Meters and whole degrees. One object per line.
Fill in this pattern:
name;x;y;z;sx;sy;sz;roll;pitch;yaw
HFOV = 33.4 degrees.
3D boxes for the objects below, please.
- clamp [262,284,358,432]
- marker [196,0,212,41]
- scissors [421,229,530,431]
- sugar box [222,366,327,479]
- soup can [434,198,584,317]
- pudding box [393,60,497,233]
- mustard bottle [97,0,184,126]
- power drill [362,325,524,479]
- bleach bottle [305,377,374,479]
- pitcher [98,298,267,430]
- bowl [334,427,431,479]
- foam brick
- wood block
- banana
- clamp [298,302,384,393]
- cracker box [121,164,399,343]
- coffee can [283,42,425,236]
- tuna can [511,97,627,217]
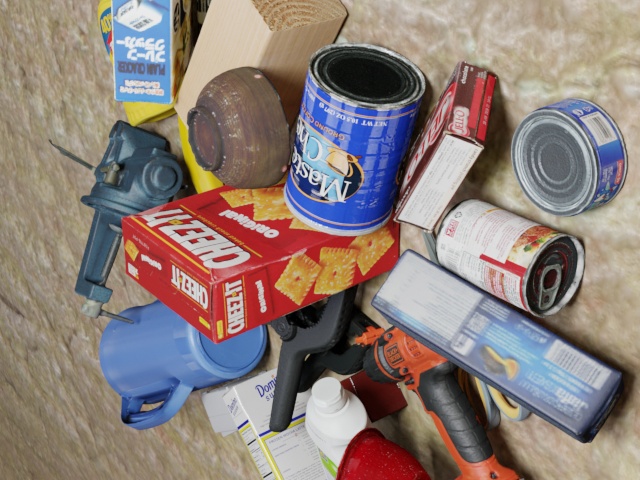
clamp;-0.028;0.097;1.110;0.210;0.036;0.164;-35;81;35
marker;-0.125;-0.267;1.152;0.020;0.020;0.121;35;133;42
scissors;0.139;0.080;0.953;0.096;0.016;0.202;6;113;57
sugar box;-0.031;0.233;1.214;0.176;0.093;0.048;61;146;15
soup can;0.150;0.012;0.856;0.102;0.068;0.068;27;128;47
pudding box;0.101;-0.075;0.863;0.039;0.090;0.114;21;138;-3
mustard bottle;-0.219;-0.239;1.267;0.096;0.058;0.191;-15;93;49
power drill;0.107;0.164;0.987;0.188;0.057;0.185;65;161;9
bleach bottle;0.043;0.232;1.058;0.103;0.068;0.251;33;152;44
pitcher;-0.173;0.140;1.333;0.243;0.144;0.149;-19;92;54
bowl;0.063;0.249;0.947;0.055;0.161;0.162;-1;109;25
foam brick;0.043;0.165;1.108;0.078;0.051;0.053;-38;74;56
wood block;-0.064;-0.174;1.049;0.091;0.090;0.206;57;145;20
banana;-0.136;-0.124;1.227;0.070;0.037;0.198;35;133;42
clamp;0.006;0.115;1.145;0.172;0.039;0.120;6;112;54
cracker box;-0.057;0.001;1.016;0.164;0.213;0.072;30;130;45
coffee can;0.028;-0.089;0.948;0.103;0.102;0.140;45;139;33
tuna can;0.184;-0.061;0.798;0.086;0.033;0.086;31;131;44
